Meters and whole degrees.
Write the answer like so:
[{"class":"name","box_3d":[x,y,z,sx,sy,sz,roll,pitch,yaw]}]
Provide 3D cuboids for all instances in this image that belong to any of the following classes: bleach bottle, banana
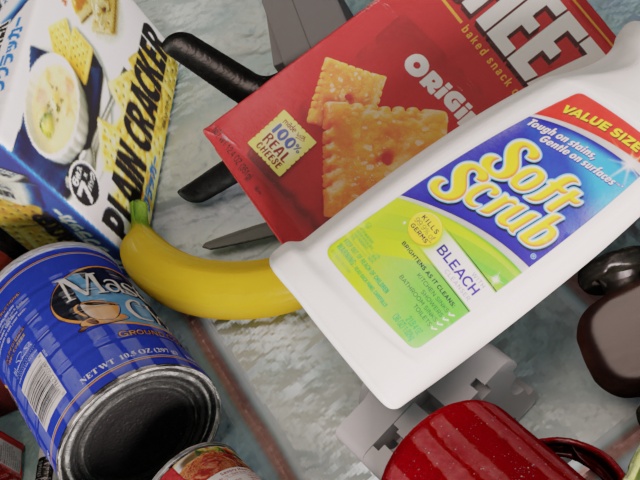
[{"class":"bleach bottle","box_3d":[0.102,-0.031,0.527,0.251,0.068,0.102,-40,80,0]},{"class":"banana","box_3d":[-0.063,0.018,0.689,0.198,0.037,0.069,12,82,30]}]

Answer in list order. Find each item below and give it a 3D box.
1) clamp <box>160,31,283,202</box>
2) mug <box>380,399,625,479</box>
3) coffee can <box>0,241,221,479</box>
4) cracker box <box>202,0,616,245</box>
[{"class":"clamp","box_3d":[-0.034,-0.089,0.718,0.172,0.120,0.039,-5,24,24]},{"class":"mug","box_3d":[0.090,0.124,0.501,0.117,0.093,0.082,-21,36,-24]},{"class":"coffee can","box_3d":[-0.138,0.079,0.653,0.103,0.102,0.140,-44,47,-4]},{"class":"cracker box","box_3d":[0.068,-0.056,0.603,0.214,0.072,0.164,-36,77,3]}]
